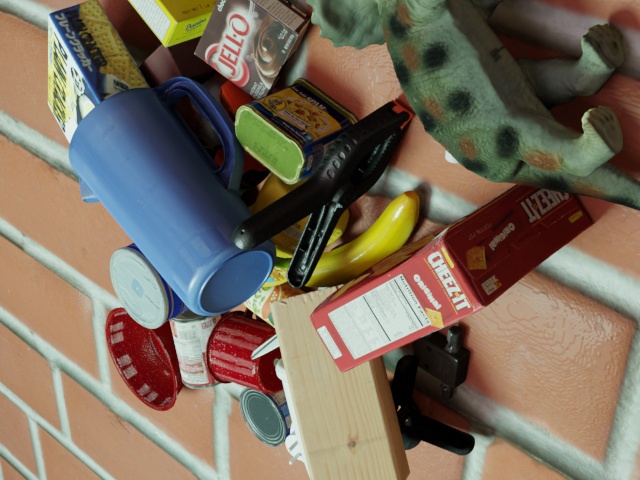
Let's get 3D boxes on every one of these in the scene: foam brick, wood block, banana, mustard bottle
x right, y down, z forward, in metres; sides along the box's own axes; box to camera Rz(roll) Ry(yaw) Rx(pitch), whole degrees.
[{"bbox_3d":[-0.163,-0.194,1.212,0.078,0.052,0.051,-27,91,51],"label":"foam brick"},{"bbox_3d":[0.021,0.152,1.091,0.091,0.090,0.206,-14,86,10],"label":"wood block"},{"bbox_3d":[0.035,0.008,1.099,0.198,0.069,0.037,-26,49,32],"label":"banana"},{"bbox_3d":[-0.058,0.001,1.178,0.096,0.058,0.192,33,135,-16],"label":"mustard bottle"}]

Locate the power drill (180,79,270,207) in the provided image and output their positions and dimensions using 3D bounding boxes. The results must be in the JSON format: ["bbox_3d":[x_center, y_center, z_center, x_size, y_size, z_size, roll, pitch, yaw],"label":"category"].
[{"bbox_3d":[-0.110,-0.106,1.206,0.184,0.057,0.188,55,144,7],"label":"power drill"}]

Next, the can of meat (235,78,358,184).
[{"bbox_3d":[-0.025,-0.110,1.082,0.102,0.083,0.057,39,137,25],"label":"can of meat"}]

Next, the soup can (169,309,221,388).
[{"bbox_3d":[-0.157,0.133,1.397,0.069,0.068,0.102,15,123,43],"label":"soup can"}]

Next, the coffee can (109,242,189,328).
[{"bbox_3d":[-0.167,0.030,1.284,0.103,0.140,0.103,27,131,36],"label":"coffee can"}]

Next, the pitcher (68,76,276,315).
[{"bbox_3d":[-0.146,-0.047,1.119,0.243,0.144,0.149,49,149,28],"label":"pitcher"}]

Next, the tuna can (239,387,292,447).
[{"bbox_3d":[-0.064,0.220,1.373,0.086,0.033,0.086,27,131,36],"label":"tuna can"}]

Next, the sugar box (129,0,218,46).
[{"bbox_3d":[-0.174,-0.292,1.131,0.176,0.093,0.048,53,139,10],"label":"sugar box"}]

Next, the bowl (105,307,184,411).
[{"bbox_3d":[-0.235,0.158,1.511,0.162,0.055,0.162,27,131,36],"label":"bowl"}]

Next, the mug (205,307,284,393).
[{"bbox_3d":[-0.076,0.127,1.297,0.082,0.093,0.117,12,87,39],"label":"mug"}]

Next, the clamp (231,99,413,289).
[{"bbox_3d":[0.013,-0.044,1.025,0.036,0.210,0.164,41,172,23],"label":"clamp"}]

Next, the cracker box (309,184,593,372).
[{"bbox_3d":[0.110,0.027,0.951,0.072,0.163,0.214,57,142,1],"label":"cracker box"}]

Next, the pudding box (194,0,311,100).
[{"bbox_3d":[-0.070,-0.208,1.090,0.090,0.039,0.114,36,138,0],"label":"pudding box"}]

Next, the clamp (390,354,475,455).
[{"bbox_3d":[0.088,0.181,1.163,0.172,0.039,0.120,-19,98,56],"label":"clamp"}]
